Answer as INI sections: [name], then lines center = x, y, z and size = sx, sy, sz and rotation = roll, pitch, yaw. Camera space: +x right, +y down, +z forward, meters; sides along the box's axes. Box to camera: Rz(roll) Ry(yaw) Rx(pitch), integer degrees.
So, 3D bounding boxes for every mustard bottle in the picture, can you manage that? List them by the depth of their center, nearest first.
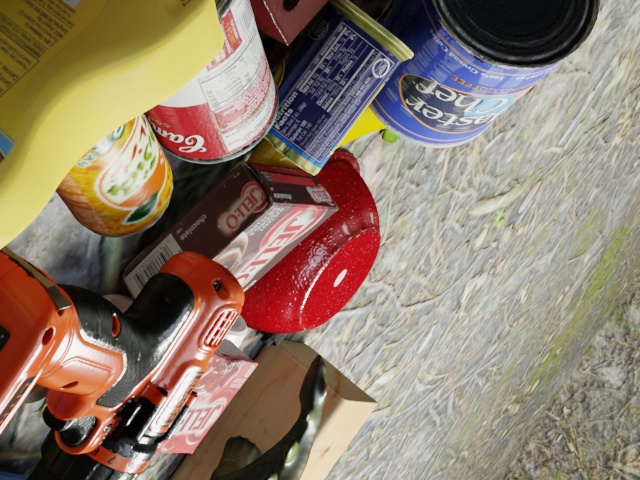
[mustard bottle]
center = -0.132, -0.044, 0.389
size = 0.191, 0.096, 0.058
rotation = -46, 158, -17

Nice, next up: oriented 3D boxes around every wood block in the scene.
[wood block]
center = -0.054, 0.196, 0.926
size = 0.206, 0.090, 0.090
rotation = -54, 157, 5

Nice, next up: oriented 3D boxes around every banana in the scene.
[banana]
center = 0.023, -0.080, 0.730
size = 0.197, 0.037, 0.070
rotation = -19, 140, -55

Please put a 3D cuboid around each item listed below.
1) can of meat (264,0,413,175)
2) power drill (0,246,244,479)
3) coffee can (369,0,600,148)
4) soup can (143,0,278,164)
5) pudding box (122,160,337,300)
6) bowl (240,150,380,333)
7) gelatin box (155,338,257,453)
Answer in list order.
[can of meat]
center = -0.002, -0.090, 0.594
size = 0.084, 0.057, 0.102
rotation = -53, -165, 7
[power drill]
center = -0.124, 0.078, 0.482
size = 0.184, 0.057, 0.187
rotation = -58, 161, 3
[coffee can]
center = 0.089, -0.125, 0.643
size = 0.102, 0.103, 0.140
rotation = -45, 180, -18
[soup can]
center = -0.061, -0.090, 0.501
size = 0.068, 0.069, 0.102
rotation = -47, 157, -14
[pudding box]
center = -0.054, 0.001, 0.657
size = 0.114, 0.039, 0.089
rotation = -39, 163, 20
[bowl]
center = -0.005, 0.014, 0.795
size = 0.162, 0.055, 0.162
rotation = -43, 156, -25
[gelatin box]
center = -0.083, 0.092, 0.640
size = 0.073, 0.030, 0.089
rotation = -53, 158, 2
